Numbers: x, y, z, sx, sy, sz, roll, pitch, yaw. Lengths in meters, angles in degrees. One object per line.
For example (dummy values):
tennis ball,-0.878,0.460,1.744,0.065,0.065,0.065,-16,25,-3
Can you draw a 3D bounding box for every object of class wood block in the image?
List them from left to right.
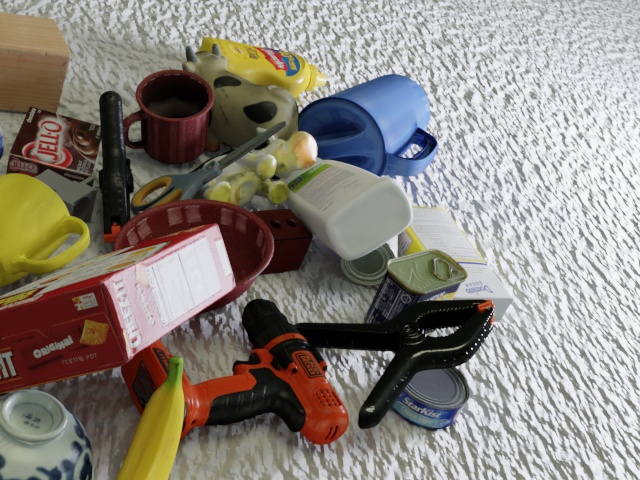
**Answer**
wood block,-0.413,-0.215,1.257,0.205,0.091,0.090,1,37,-32

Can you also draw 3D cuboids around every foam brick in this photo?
foam brick,-0.058,0.001,1.195,0.078,0.051,0.053,-7,42,-40

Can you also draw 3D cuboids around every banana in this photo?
banana,-0.146,0.186,0.832,0.037,0.069,0.197,4,49,16

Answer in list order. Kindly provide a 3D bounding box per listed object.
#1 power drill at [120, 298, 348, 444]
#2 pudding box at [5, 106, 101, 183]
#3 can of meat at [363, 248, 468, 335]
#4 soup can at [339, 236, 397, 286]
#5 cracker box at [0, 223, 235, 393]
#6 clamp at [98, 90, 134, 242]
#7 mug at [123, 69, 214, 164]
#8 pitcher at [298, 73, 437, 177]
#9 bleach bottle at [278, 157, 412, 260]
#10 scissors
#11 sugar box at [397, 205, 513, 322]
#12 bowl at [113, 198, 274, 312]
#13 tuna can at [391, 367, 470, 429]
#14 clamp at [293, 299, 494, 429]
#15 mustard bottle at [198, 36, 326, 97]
power drill,-0.084,0.119,0.991,0.187,0.057,0.185,-1,35,-32
pudding box,-0.298,-0.100,1.205,0.090,0.039,0.113,15,32,-12
can of meat,0.103,0.064,1.174,0.101,0.084,0.057,-13,46,-45
soup can,0.058,-0.001,1.260,0.068,0.069,0.102,19,32,-7
cracker box,-0.186,0.057,0.887,0.164,0.072,0.213,-15,7,21
clamp,-0.221,-0.075,1.148,0.039,0.120,0.171,-10,44,-4
mug,-0.187,-0.143,1.292,0.117,0.081,0.093,-24,57,-26
pitcher,0.074,-0.148,1.443,0.149,0.145,0.242,59,30,-5
bleach bottle,0.013,-0.056,1.255,0.102,0.068,0.251,-33,25,-7
scissors,-0.134,-0.079,1.187,0.201,0.016,0.096,-42,36,-11
sugar box,0.150,0.027,1.301,0.093,0.048,0.176,3,40,-30
bowl,-0.128,0.024,1.085,0.162,0.055,0.162,1,37,-1
tuna can,0.107,0.152,1.089,0.086,0.034,0.086,17,31,-11
clamp,0.080,0.101,1.078,0.209,0.036,0.165,-23,38,-26
mustard bottle,-0.078,-0.248,1.560,0.191,0.058,0.096,5,35,-28
